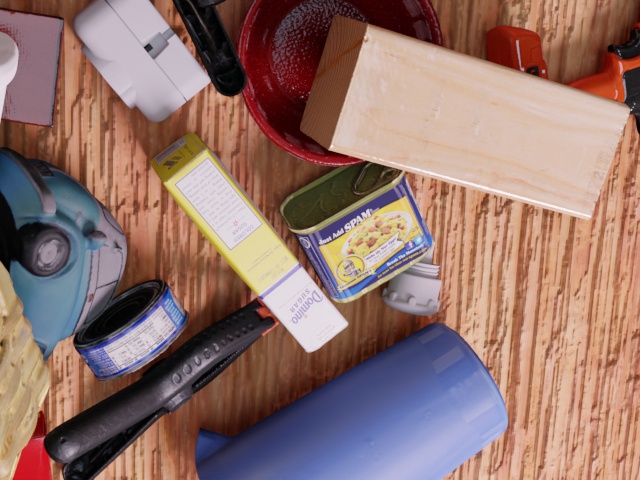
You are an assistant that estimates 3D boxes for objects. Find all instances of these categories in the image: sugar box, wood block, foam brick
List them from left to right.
[{"bbox_3d":[-0.213,-0.125,0.761,0.051,0.053,0.078,5,101,-17],"label":"foam brick"},{"bbox_3d":[-0.056,0.001,0.814,0.048,0.093,0.176,-37,110,-3],"label":"sugar box"},{"bbox_3d":[0.102,-0.089,0.774,0.205,0.091,0.090,14,102,-18],"label":"wood block"}]

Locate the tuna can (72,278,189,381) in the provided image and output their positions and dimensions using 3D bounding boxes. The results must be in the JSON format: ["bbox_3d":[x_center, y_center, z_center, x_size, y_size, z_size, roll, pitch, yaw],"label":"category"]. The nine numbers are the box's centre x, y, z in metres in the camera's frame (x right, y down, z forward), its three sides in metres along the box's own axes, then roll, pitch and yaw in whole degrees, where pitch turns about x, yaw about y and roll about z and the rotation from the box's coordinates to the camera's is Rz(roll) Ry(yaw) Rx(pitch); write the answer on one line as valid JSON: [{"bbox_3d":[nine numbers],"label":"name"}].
[{"bbox_3d":[-0.144,0.067,0.810,0.086,0.086,0.033,-34,108,-5],"label":"tuna can"}]

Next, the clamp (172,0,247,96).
[{"bbox_3d":[-0.096,-0.191,0.730,0.039,0.120,0.171,-27,76,-16],"label":"clamp"}]

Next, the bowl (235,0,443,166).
[{"bbox_3d":[0.010,-0.140,0.816,0.162,0.055,0.162,-4,104,-14],"label":"bowl"}]

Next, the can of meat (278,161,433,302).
[{"bbox_3d":[0.031,-0.011,0.845,0.102,0.057,0.084,-30,124,-3],"label":"can of meat"}]

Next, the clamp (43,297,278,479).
[{"bbox_3d":[-0.124,0.119,0.828,0.209,0.165,0.036,-36,80,-25],"label":"clamp"}]

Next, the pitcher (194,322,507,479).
[{"bbox_3d":[0.032,0.181,0.865,0.242,0.145,0.149,-31,130,-9],"label":"pitcher"}]
